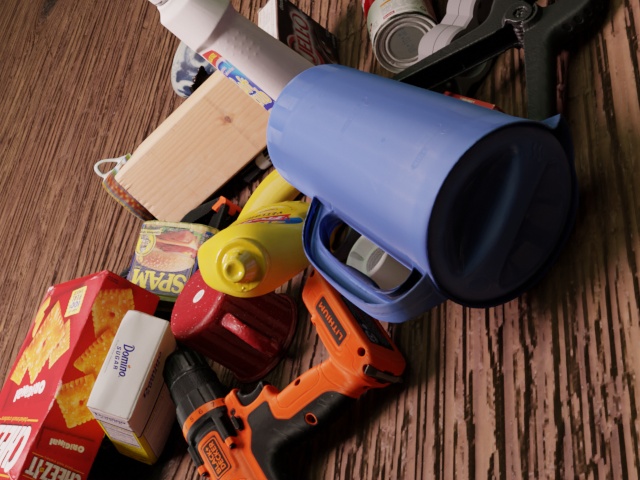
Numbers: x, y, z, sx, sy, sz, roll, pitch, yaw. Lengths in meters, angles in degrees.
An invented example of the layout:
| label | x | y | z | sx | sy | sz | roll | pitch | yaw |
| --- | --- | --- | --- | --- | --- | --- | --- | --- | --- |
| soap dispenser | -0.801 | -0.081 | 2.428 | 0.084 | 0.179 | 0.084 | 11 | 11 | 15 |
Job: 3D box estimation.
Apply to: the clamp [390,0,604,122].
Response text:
| label | x | y | z | sx | sy | sz | roll | pitch | yaw |
| --- | --- | --- | --- | --- | --- | --- | --- | --- | --- |
| clamp | 0.157 | -0.170 | 0.866 | 0.165 | 0.036 | 0.210 | 17 | 66 | 39 |

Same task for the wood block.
| label | x | y | z | sx | sy | sz | roll | pitch | yaw |
| --- | --- | --- | --- | --- | --- | --- | --- | --- | --- |
| wood block | -0.119 | -0.116 | 1.172 | 0.206 | 0.090 | 0.090 | -38 | 16 | 30 |

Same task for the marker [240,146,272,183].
| label | x | y | z | sx | sy | sz | roll | pitch | yaw |
| --- | --- | --- | --- | --- | --- | --- | --- | --- | --- |
| marker | -0.043 | -0.101 | 1.143 | 0.121 | 0.020 | 0.020 | -40 | 34 | 27 |

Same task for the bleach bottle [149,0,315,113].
| label | x | y | z | sx | sy | sz | roll | pitch | yaw |
| --- | --- | --- | --- | --- | --- | --- | --- | --- | --- |
| bleach bottle | -0.063 | -0.170 | 1.006 | 0.068 | 0.250 | 0.103 | -58 | 30 | -3 |

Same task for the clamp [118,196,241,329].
| label | x | y | z | sx | sy | sz | roll | pitch | yaw |
| --- | --- | --- | --- | --- | --- | --- | --- | --- | --- |
| clamp | -0.156 | 0.019 | 1.162 | 0.171 | 0.039 | 0.120 | -53 | 49 | 1 |

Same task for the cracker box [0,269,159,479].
| label | x | y | z | sx | sy | sz | roll | pitch | yaw |
| --- | --- | --- | --- | --- | --- | --- | --- | --- | --- |
| cracker box | -0.255 | 0.142 | 1.039 | 0.164 | 0.072 | 0.213 | -13 | 51 | 56 |

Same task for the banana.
| label | x | y | z | sx | sy | sz | roll | pitch | yaw |
| --- | --- | --- | --- | --- | --- | --- | --- | --- | --- |
| banana | -0.063 | -0.005 | 1.059 | 0.198 | 0.037 | 0.070 | -60 | 27 | -7 |

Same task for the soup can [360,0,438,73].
| label | x | y | z | sx | sy | sz | roll | pitch | yaw |
| --- | --- | --- | --- | --- | --- | --- | --- | --- | --- |
| soup can | 0.078 | -0.215 | 1.030 | 0.069 | 0.068 | 0.102 | -40 | 34 | 26 |

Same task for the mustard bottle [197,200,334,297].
| label | x | y | z | sx | sy | sz | roll | pitch | yaw |
| --- | --- | --- | --- | --- | --- | --- | --- | --- | --- |
| mustard bottle | -0.048 | 0.008 | 0.871 | 0.096 | 0.058 | 0.191 | -9 | 8 | 10 |

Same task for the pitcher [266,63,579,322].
| label | x | y | z | sx | sy | sz | roll | pitch | yaw |
| --- | --- | --- | --- | --- | --- | --- | --- | --- | --- |
| pitcher | 0.055 | -0.047 | 0.792 | 0.243 | 0.149 | 0.145 | 32 | 124 | 51 |

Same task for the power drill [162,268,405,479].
| label | x | y | z | sx | sy | sz | roll | pitch | yaw |
| --- | --- | --- | --- | --- | --- | --- | --- | --- | --- |
| power drill | -0.035 | 0.111 | 0.847 | 0.188 | 0.057 | 0.185 | -48 | 54 | 16 |

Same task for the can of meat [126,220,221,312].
| label | x | y | z | sx | sy | sz | roll | pitch | yaw |
| --- | --- | --- | --- | --- | --- | --- | --- | --- | --- |
| can of meat | -0.146 | 0.028 | 1.091 | 0.102 | 0.057 | 0.084 | 6 | 74 | 31 |

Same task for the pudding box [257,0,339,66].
| label | x | y | z | sx | sy | sz | roll | pitch | yaw |
| --- | --- | --- | --- | --- | --- | --- | --- | --- | --- |
| pudding box | -0.023 | -0.205 | 1.143 | 0.039 | 0.090 | 0.113 | -41 | 33 | 25 |

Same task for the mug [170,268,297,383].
| label | x | y | z | sx | sy | sz | roll | pitch | yaw |
| --- | --- | --- | --- | --- | --- | --- | --- | --- | --- |
| mug | -0.076 | 0.074 | 0.957 | 0.093 | 0.081 | 0.117 | -56 | 30 | 0 |

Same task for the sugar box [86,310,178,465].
| label | x | y | z | sx | sy | sz | roll | pitch | yaw |
| --- | --- | --- | --- | --- | --- | --- | --- | --- | --- |
| sugar box | -0.161 | 0.135 | 0.960 | 0.176 | 0.048 | 0.093 | 88 | -160 | -65 |
